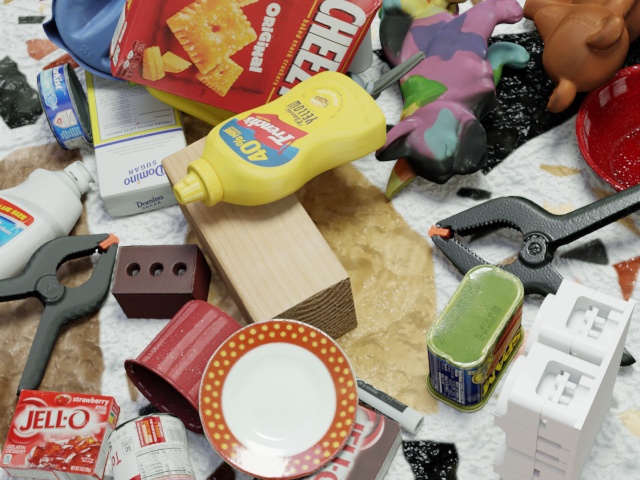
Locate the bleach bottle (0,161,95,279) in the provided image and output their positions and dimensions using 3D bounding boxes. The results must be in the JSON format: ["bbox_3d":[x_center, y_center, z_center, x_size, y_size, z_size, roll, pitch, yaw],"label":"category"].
[{"bbox_3d":[-0.331,0.003,1.036,0.250,0.068,0.103,-41,62,-19],"label":"bleach bottle"}]

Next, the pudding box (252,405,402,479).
[{"bbox_3d":[0.005,0.186,0.880,0.090,0.039,0.113,20,63,20],"label":"pudding box"}]

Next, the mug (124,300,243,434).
[{"bbox_3d":[-0.099,0.114,0.921,0.117,0.093,0.081,43,64,-4],"label":"mug"}]

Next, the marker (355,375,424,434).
[{"bbox_3d":[0.034,0.129,0.923,0.121,0.020,0.020,29,66,24],"label":"marker"}]

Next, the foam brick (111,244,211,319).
[{"bbox_3d":[-0.146,0.039,0.989,0.078,0.051,0.053,-2,58,8],"label":"foam brick"}]

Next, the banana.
[{"bbox_3d":[-0.097,-0.123,1.067,0.197,0.037,0.069,25,34,-7],"label":"banana"}]

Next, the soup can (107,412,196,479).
[{"bbox_3d":[-0.133,0.201,0.874,0.068,0.068,0.102,-18,57,-3],"label":"soup can"}]

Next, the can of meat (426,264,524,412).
[{"bbox_3d":[0.131,0.081,0.900,0.057,0.084,0.102,26,65,23],"label":"can of meat"}]

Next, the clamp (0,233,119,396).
[{"bbox_3d":[-0.264,0.046,0.993,0.120,0.039,0.171,42,64,-8],"label":"clamp"}]

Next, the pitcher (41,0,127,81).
[{"bbox_3d":[-0.185,-0.286,1.128,0.149,0.145,0.243,23,36,-17],"label":"pitcher"}]

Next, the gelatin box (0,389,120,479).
[{"bbox_3d":[-0.227,0.170,0.931,0.089,0.030,0.073,3,58,11],"label":"gelatin box"}]

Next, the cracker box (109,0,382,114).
[{"bbox_3d":[-0.073,-0.204,1.008,0.213,0.164,0.072,15,36,-22],"label":"cracker box"}]

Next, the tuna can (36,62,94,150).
[{"bbox_3d":[-0.261,-0.137,1.099,0.033,0.086,0.086,-18,57,-1],"label":"tuna can"}]

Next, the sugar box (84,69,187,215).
[{"bbox_3d":[-0.186,-0.111,1.095,0.093,0.048,0.176,-12,60,-2],"label":"sugar box"}]

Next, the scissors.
[{"bbox_3d":[0.045,-0.151,1.012,0.016,0.202,0.096,24,52,-20],"label":"scissors"}]

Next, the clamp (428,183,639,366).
[{"bbox_3d":[0.196,0.021,0.943,0.210,0.036,0.164,4,77,23],"label":"clamp"}]

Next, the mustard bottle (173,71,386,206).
[{"bbox_3d":[-0.043,-0.080,0.936,0.191,0.058,0.096,-29,52,-21],"label":"mustard bottle"}]

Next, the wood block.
[{"bbox_3d":[-0.057,0.001,0.976,0.090,0.091,0.206,-28,58,-9],"label":"wood block"}]
